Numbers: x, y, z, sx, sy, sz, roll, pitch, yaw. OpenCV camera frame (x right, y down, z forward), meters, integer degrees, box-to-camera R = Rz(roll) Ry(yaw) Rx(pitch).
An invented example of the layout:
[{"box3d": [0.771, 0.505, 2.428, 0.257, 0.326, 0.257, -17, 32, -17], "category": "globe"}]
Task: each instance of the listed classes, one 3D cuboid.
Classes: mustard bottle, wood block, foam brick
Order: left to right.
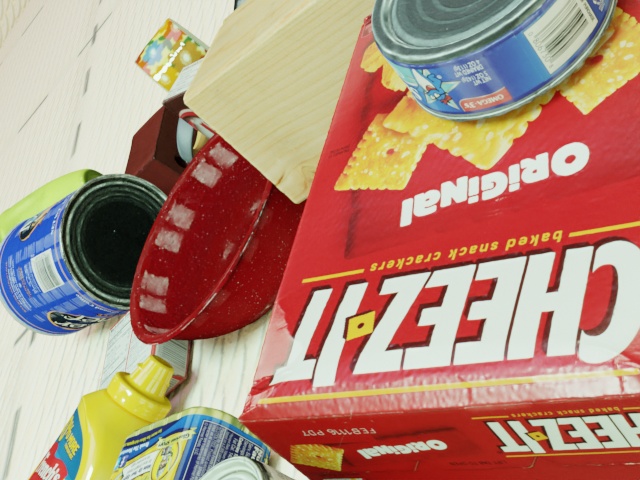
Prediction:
[{"box3d": [-0.151, 0.154, 0.665, 0.191, 0.058, 0.096, -56, 20, 2], "category": "mustard bottle"}, {"box3d": [-0.127, -0.065, 0.886, 0.051, 0.053, 0.078, -40, 31, 32], "category": "foam brick"}, {"box3d": [0.037, -0.118, 0.549, 0.206, 0.090, 0.090, -31, 28, 37], "category": "wood block"}]

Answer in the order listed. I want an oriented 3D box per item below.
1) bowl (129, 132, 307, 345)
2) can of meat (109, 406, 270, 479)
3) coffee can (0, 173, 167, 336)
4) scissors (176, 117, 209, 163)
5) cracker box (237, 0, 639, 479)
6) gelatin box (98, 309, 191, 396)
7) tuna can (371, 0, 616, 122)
[{"box3d": [-0.054, 0.001, 0.668, 0.162, 0.055, 0.162, -43, 31, 34], "category": "bowl"}, {"box3d": [-0.077, 0.140, 0.550, 0.102, 0.057, 0.084, -28, 36, 46], "category": "can of meat"}, {"box3d": [-0.182, 0.014, 0.832, 0.141, 0.102, 0.102, -20, 44, 52], "category": "coffee can"}, {"box3d": [-0.078, -0.123, 0.819, 0.096, 0.016, 0.201, 63, -147, -68], "category": "scissors"}, {"box3d": [0.074, -0.016, 0.403, 0.164, 0.072, 0.213, -11, 48, 36], "category": "cracker box"}, {"box3d": [-0.119, 0.077, 0.732, 0.073, 0.030, 0.089, -43, 28, 29], "category": "gelatin box"}, {"box3d": [0.062, -0.087, 0.392, 0.086, 0.033, 0.086, -25, 42, 24], "category": "tuna can"}]
